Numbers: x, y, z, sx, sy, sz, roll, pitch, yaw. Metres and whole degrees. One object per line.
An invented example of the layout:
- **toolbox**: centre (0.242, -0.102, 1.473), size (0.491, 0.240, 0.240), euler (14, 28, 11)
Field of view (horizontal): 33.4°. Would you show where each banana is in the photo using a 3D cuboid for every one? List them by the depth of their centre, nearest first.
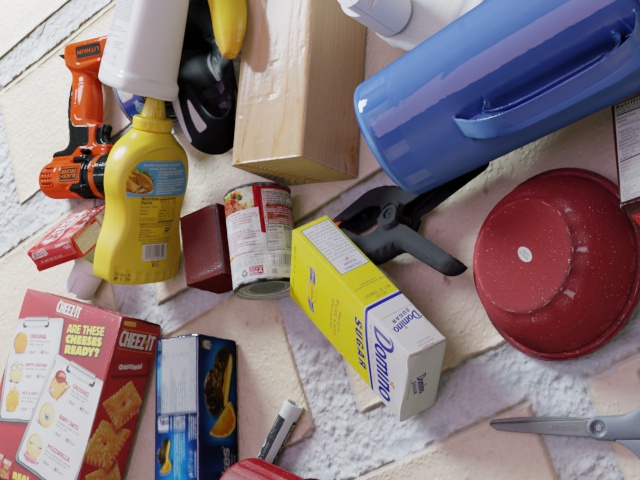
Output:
- **banana**: centre (-0.109, -0.254, 1.072), size (0.198, 0.037, 0.070), euler (54, 127, 45)

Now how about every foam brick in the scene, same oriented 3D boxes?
- **foam brick**: centre (-0.105, 0.009, 1.090), size (0.051, 0.052, 0.078), euler (-21, 66, 31)

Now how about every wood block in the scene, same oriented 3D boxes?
- **wood block**: centre (-0.019, -0.166, 1.045), size (0.090, 0.090, 0.206), euler (-4, 77, 37)

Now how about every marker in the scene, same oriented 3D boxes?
- **marker**: centre (-0.052, 0.209, 1.023), size (0.020, 0.020, 0.121), euler (32, 98, 37)

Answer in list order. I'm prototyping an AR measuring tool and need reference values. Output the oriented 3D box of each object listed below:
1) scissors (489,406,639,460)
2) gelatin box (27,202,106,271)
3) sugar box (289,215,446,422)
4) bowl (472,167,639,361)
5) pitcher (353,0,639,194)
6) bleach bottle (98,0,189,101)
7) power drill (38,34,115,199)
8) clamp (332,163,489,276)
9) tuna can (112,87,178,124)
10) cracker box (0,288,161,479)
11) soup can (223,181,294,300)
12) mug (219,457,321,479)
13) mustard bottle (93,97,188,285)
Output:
- **scissors**: centre (0.230, 0.163, 0.829), size (0.202, 0.016, 0.096), euler (-22, 67, 31)
- **gelatin box**: centre (-0.276, -0.006, 1.201), size (0.073, 0.089, 0.030), euler (-16, 112, 33)
- **sugar box**: centre (0.037, 0.068, 0.948), size (0.176, 0.048, 0.093), euler (49, 151, 36)
- **bowl**: centre (0.178, 0.016, 0.863), size (0.162, 0.055, 0.162), euler (-11, 75, 44)
- **pitcher**: centre (0.151, -0.131, 0.859), size (0.243, 0.149, 0.145), euler (-29, 69, 20)
- **bleach bottle**: centre (-0.158, -0.271, 1.055), size (0.103, 0.068, 0.251), euler (29, 108, 57)
- **power drill**: centre (-0.247, -0.139, 1.228), size (0.185, 0.057, 0.187), euler (-2, 78, 36)
- **clamp**: centre (0.079, -0.026, 0.965), size (0.172, 0.039, 0.120), euler (3, 59, 45)
- **tuna can**: centre (-0.187, -0.163, 1.171), size (0.034, 0.086, 0.086), euler (-23, 66, 28)
- **cracker box**: centre (-0.274, 0.174, 1.164), size (0.164, 0.072, 0.214), euler (12, 85, 37)
- **soup can**: centre (-0.057, 0.001, 1.047), size (0.069, 0.068, 0.102), euler (-19, 69, 32)
- **mug**: centre (-0.048, 0.259, 0.969), size (0.082, 0.093, 0.117), euler (15, 97, 42)
- **mustard bottle**: centre (-0.181, -0.053, 1.107), size (0.058, 0.096, 0.192), euler (19, 106, 40)
